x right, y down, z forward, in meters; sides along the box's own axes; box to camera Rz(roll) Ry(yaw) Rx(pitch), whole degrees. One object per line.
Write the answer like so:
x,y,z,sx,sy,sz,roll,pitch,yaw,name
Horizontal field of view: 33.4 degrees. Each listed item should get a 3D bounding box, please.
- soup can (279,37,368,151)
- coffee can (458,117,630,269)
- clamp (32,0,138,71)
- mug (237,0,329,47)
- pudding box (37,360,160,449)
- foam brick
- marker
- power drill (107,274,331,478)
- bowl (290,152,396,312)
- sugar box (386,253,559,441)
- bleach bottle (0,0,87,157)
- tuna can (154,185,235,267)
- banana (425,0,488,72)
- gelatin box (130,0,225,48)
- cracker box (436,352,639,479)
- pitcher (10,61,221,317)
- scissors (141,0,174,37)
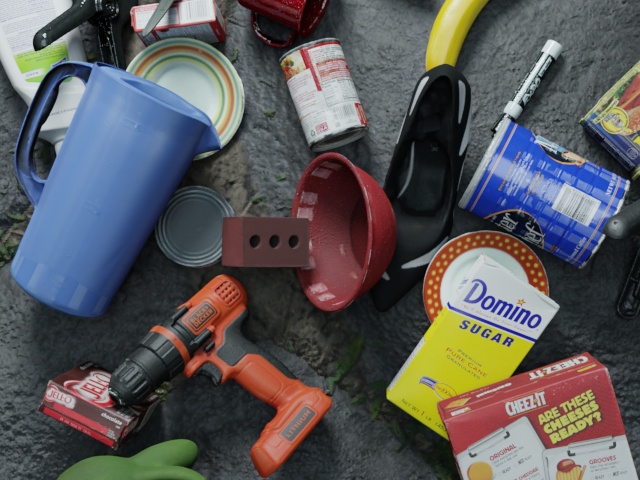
0.005,-0.153,1.124,0.068,0.068,0.102,-19,84,1,soup can
0.225,-0.048,1.084,0.140,0.103,0.103,28,86,5,coffee can
-0.231,-0.235,1.142,0.039,0.120,0.171,-2,56,37,clamp
-0.040,-0.263,1.135,0.081,0.093,0.117,25,123,10,mug
-0.222,0.165,1.083,0.090,0.113,0.039,26,95,5,pudding box
-0.057,0.001,1.103,0.078,0.051,0.053,0,91,-28,foam brick
0.218,-0.159,1.137,0.020,0.020,0.121,33,87,6,marker
-0.095,0.147,1.074,0.187,0.057,0.184,45,58,2,power drill
0.030,-0.008,1.085,0.055,0.162,0.162,-1,83,-30,bowl
0.153,0.111,1.086,0.093,0.048,0.176,33,99,-1,sugar box
-0.307,-0.205,1.151,0.102,0.068,0.251,-16,86,1,bleach bottle
-0.132,-0.014,1.135,0.086,0.034,0.086,0,84,3,tuna can
0.170,-0.250,1.140,0.198,0.037,0.069,-45,83,-2,banana
-0.150,-0.231,1.138,0.089,0.073,0.030,-7,83,3,gelatin box
0.224,0.238,1.048,0.164,0.072,0.214,-18,99,1,cracker box
-0.227,-0.054,1.083,0.149,0.144,0.243,35,101,38,pitcher
-0.167,-0.266,1.114,0.096,0.016,0.201,14,42,22,scissors
